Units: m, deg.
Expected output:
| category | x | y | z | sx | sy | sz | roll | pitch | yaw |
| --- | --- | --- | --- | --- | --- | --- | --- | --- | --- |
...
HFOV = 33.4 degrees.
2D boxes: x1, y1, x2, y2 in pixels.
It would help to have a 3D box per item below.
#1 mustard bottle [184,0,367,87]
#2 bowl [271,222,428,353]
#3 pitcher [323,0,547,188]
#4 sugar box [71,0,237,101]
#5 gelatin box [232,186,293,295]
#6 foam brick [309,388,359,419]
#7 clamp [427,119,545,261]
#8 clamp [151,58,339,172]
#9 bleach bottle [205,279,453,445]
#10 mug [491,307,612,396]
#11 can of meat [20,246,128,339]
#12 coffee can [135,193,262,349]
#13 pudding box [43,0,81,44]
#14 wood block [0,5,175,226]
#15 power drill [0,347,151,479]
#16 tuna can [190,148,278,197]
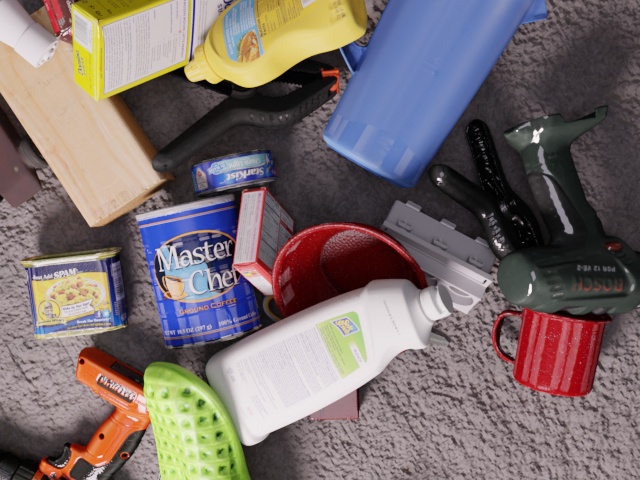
| category | x | y | z | sx | sy | sz | roll | pitch | yaw |
| --- | --- | --- | --- | --- | --- | --- | --- | --- | --- |
| mustard bottle | -0.051 | -0.201 | 1.033 | 0.192 | 0.058 | 0.096 | -23 | 59 | 23 |
| bowl | 0.035 | 0.040 | 1.055 | 0.162 | 0.055 | 0.162 | 9 | 123 | 13 |
| pitcher | 0.095 | -0.184 | 1.059 | 0.149 | 0.144 | 0.243 | 35 | 99 | 37 |
| sugar box | -0.157 | -0.211 | 1.041 | 0.048 | 0.093 | 0.175 | 39 | 51 | 25 |
| gelatin box | -0.057 | 0.001 | 1.082 | 0.030 | 0.073 | 0.089 | -8 | 61 | 22 |
| foam brick | 0.014 | 0.145 | 1.116 | 0.053 | 0.051 | 0.078 | -1 | 93 | 3 |
| clamp | 0.172 | -0.032 | 1.077 | 0.039 | 0.120 | 0.171 | -29 | 93 | 47 |
| clamp | -0.083 | -0.140 | 1.083 | 0.210 | 0.036 | 0.164 | -3 | 57 | -3 |
| bleach bottle | 0.015 | 0.109 | 1.022 | 0.251 | 0.068 | 0.102 | -25 | 95 | 24 |
| mug | 0.232 | 0.107 | 1.091 | 0.117 | 0.093 | 0.081 | 12 | 99 | 22 |
| can of meat | -0.255 | 0.055 | 1.119 | 0.102 | 0.057 | 0.084 | -6 | 95 | 3 |
| coffee can | -0.123 | 0.031 | 1.089 | 0.103 | 0.103 | 0.140 | -12 | 93 | 3 |
| pudding box | -0.232 | -0.237 | 1.065 | 0.039 | 0.113 | 0.090 | -25 | 80 | 19 |
| wood block | -0.246 | -0.124 | 1.091 | 0.090 | 0.091 | 0.206 | -33 | 91 | 2 |
| power drill | -0.260 | 0.211 | 1.129 | 0.184 | 0.057 | 0.188 | 28 | 97 | -3 |
| tuna can | -0.089 | -0.069 | 1.091 | 0.086 | 0.086 | 0.034 | -12 | 91 | 3 |
